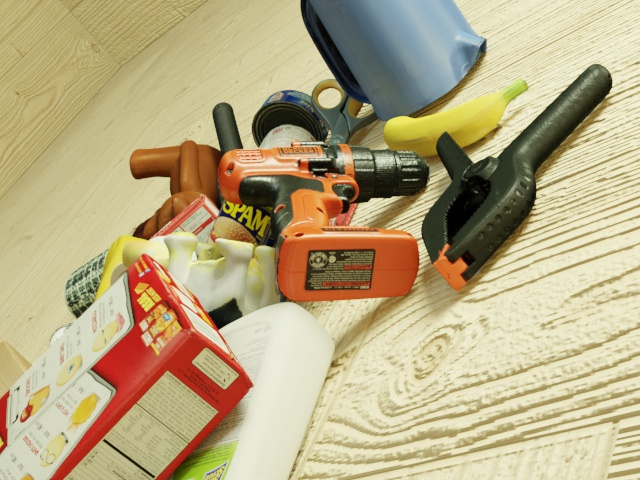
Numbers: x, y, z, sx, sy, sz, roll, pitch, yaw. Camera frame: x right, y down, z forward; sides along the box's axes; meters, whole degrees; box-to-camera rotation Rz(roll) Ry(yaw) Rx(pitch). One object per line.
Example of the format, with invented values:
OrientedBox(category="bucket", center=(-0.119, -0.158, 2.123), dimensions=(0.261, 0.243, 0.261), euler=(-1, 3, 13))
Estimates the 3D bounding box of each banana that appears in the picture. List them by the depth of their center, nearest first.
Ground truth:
OrientedBox(category="banana", center=(0.106, -0.101, 0.971), dimensions=(0.069, 0.037, 0.198), euler=(-33, 13, -29))

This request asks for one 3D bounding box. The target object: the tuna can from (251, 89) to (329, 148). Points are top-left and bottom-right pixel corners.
OrientedBox(category="tuna can", center=(-0.034, -0.130, 1.228), dimensions=(0.086, 0.086, 0.033), euler=(-29, 21, 35))

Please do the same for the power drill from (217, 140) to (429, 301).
OrientedBox(category="power drill", center=(0.018, -0.022, 0.855), dimensions=(0.184, 0.057, 0.188), euler=(-4, 28, -11))

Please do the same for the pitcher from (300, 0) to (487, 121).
OrientedBox(category="pitcher", center=(0.045, -0.249, 1.082), dimensions=(0.149, 0.242, 0.145), euler=(-34, 17, 8))

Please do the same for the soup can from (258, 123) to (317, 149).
OrientedBox(category="soup can", center=(-0.042, -0.073, 1.151), dimensions=(0.069, 0.068, 0.102), euler=(-31, 22, 31))

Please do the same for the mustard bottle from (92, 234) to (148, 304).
OrientedBox(category="mustard bottle", center=(-0.221, 0.094, 1.118), dimensions=(0.096, 0.058, 0.191), euler=(113, 171, -52))

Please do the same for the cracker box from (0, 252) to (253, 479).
OrientedBox(category="cracker box", center=(-0.158, 0.127, 0.741), dimensions=(0.213, 0.072, 0.164), euler=(-47, 27, -1))

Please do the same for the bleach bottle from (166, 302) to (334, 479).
OrientedBox(category="bleach bottle", center=(-0.064, 0.153, 0.714), dimensions=(0.103, 0.068, 0.250), euler=(-29, 25, 34))

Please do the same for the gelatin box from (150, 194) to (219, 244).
OrientedBox(category="gelatin box", center=(-0.118, 0.009, 1.091), dimensions=(0.073, 0.089, 0.030), euler=(-40, 19, 9))

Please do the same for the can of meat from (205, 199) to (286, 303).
OrientedBox(category="can of meat", center=(-0.056, 0.001, 0.961), dimensions=(0.102, 0.057, 0.084), euler=(33, 103, 46))

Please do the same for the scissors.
OrientedBox(category="scissors", center=(0.005, -0.114, 1.156), dimensions=(0.096, 0.016, 0.201), euler=(21, 55, 24))

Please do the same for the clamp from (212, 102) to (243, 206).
OrientedBox(category="clamp", center=(-0.093, -0.077, 1.193), dimensions=(0.039, 0.120, 0.171), euler=(-28, 28, 17))

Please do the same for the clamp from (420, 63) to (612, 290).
OrientedBox(category="clamp", center=(0.121, -0.042, 0.803), dimensions=(0.165, 0.036, 0.209), euler=(-19, 30, 49))
